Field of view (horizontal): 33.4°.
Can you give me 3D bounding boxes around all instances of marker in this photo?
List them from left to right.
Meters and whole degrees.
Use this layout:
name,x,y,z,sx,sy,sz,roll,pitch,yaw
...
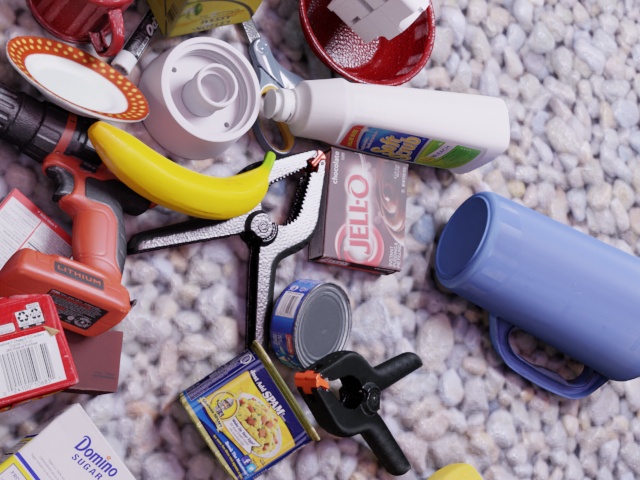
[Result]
name,x,y,z,sx,sy,sz,roll,pitch,yaw
marker,-0.156,-0.203,0.988,0.020,0.020,0.121,36,64,-19

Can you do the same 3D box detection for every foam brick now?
name,x,y,z,sx,sy,sz,roll,pitch,yaw
foam brick,-0.208,0.098,0.876,0.078,0.051,0.053,11,75,-28

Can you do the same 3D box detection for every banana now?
name,x,y,z,sx,sy,sz,roll,pitch,yaw
banana,-0.113,-0.053,0.915,0.197,0.037,0.069,7,60,-45

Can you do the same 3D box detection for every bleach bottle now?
name,x,y,z,sx,sy,sz,roll,pitch,yaw
bleach bottle,0.059,-0.116,1.049,0.250,0.103,0.068,4,75,-28

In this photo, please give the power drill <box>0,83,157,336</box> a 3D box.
name,x,y,z,sx,sy,sz,roll,pitch,yaw
power drill,-0.210,-0.028,0.861,0.184,0.057,0.187,26,46,-29

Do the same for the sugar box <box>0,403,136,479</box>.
name,x,y,z,sx,sy,sz,roll,pitch,yaw
sugar box,-0.237,0.218,0.838,0.176,0.048,0.093,-39,100,-34

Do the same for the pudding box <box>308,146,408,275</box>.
name,x,y,z,sx,sy,sz,roll,pitch,yaw
pudding box,0.038,-0.028,1.052,0.089,0.039,0.113,11,74,-28

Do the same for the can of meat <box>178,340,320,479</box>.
name,x,y,z,sx,sy,sz,roll,pitch,yaw
can of meat,-0.063,0.153,0.932,0.084,0.057,0.102,-33,97,-8

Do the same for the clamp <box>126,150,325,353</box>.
name,x,y,z,sx,sy,sz,roll,pitch,yaw
clamp,-0.057,0.001,0.993,0.209,0.036,0.164,-45,104,-25

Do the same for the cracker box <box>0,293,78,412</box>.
name,x,y,z,sx,sy,sz,roll,pitch,yaw
cracker box,-0.282,0.101,0.737,0.163,0.214,0.072,-15,86,-32

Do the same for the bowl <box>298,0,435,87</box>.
name,x,y,z,sx,sy,sz,roll,pitch,yaw
bowl,0.037,-0.225,1.083,0.161,0.055,0.162,7,76,-29

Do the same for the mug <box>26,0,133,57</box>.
name,x,y,z,sx,sy,sz,roll,pitch,yaw
mug,-0.199,-0.218,0.930,0.093,0.082,0.117,-15,88,-32

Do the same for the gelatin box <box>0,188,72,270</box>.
name,x,y,z,sx,sy,sz,roll,pitch,yaw
gelatin box,-0.254,0.014,0.879,0.073,0.030,0.089,43,61,-17

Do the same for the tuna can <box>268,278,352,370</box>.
name,x,y,z,sx,sy,sz,roll,pitch,yaw
tuna can,-0.009,0.079,0.987,0.085,0.034,0.086,-12,105,-50

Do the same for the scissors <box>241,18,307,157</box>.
name,x,y,z,sx,sy,sz,roll,pitch,yaw
scissors,-0.042,-0.181,1.052,0.096,0.016,0.202,-6,83,-33

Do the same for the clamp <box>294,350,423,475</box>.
name,x,y,z,sx,sy,sz,roll,pitch,yaw
clamp,0.040,0.158,0.995,0.171,0.039,0.120,13,70,-46

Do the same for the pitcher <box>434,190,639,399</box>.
name,x,y,z,sx,sy,sz,roll,pitch,yaw
pitcher,0.238,0.054,1.110,0.242,0.145,0.149,25,55,-20
